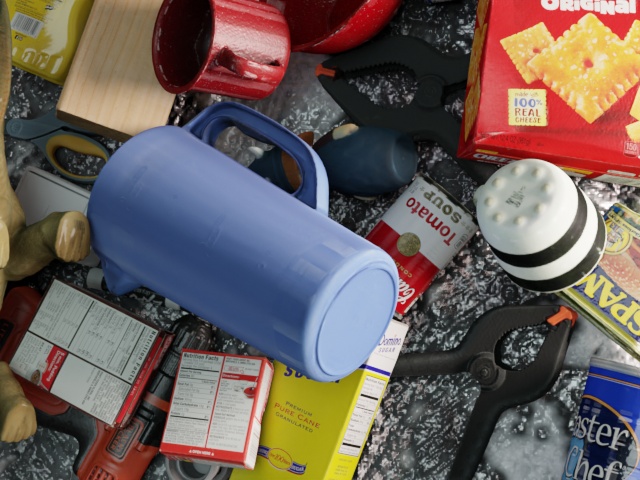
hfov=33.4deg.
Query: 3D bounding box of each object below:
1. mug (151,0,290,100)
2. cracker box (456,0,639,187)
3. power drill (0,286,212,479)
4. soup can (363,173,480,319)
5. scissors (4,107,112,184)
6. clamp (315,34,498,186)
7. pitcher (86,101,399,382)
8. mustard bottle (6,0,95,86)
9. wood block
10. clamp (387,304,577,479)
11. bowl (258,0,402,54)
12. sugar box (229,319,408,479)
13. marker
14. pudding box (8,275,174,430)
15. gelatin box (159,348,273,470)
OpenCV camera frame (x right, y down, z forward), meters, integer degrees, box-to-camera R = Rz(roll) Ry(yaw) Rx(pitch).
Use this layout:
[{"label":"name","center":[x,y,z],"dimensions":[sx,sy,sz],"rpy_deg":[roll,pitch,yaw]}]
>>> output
[{"label":"mug","center":[-0.072,-0.154,0.857],"dimensions":[0.117,0.081,0.093],"rpy_deg":[36,113,46]},{"label":"cracker box","center":[0.204,-0.159,0.832],"dimensions":[0.164,0.072,0.214],"rpy_deg":[9,84,-4]},{"label":"power drill","center":[-0.204,0.115,0.930],"dimensions":[0.188,0.057,0.184],"rpy_deg":[28,86,18]},{"label":"soup can","center":[0.073,0.004,0.868],"dimensions":[0.068,0.068,0.102],"rpy_deg":[42,93,17]},{"label":"scissors","center":[-0.269,-0.119,1.004],"dimensions":[0.202,0.016,0.096],"rpy_deg":[28,88,17]},{"label":"clamp","center":[0.102,-0.129,0.896],"dimensions":[0.210,0.036,0.164],"rpy_deg":[20,86,13]},{"label":"pitcher","center":[-0.055,0.001,0.836],"dimensions":[0.243,0.144,0.149],"rpy_deg":[28,131,34]},{"label":"mustard bottle","center":[-0.235,-0.246,0.992],"dimensions":[0.096,0.058,0.191],"rpy_deg":[24,88,19]},{"label":"wood block","center":[-0.154,-0.191,0.932],"dimensions":[0.090,0.091,0.206],"rpy_deg":[19,87,-13]},{"label":"clamp","center":[0.124,0.100,0.850],"dimensions":[0.120,0.039,0.171],"rpy_deg":[45,101,12]},{"label":"bowl","center":[0.022,-0.215,0.900],"dimensions":[0.162,0.055,0.162],"rpy_deg":[-27,47,33]},{"label":"sugar box","center":[-0.003,0.134,0.867],"dimensions":[0.093,0.048,0.176],"rpy_deg":[17,88,38]},{"label":"marker","center":[-0.150,0.047,0.946],"dimensions":[0.121,0.020,0.020],"rpy_deg":[13,85,16]},{"label":"pudding box","center":[-0.191,0.093,0.884],"dimensions":[0.113,0.039,0.090],"rpy_deg":[25,82,14]},{"label":"gelatin box","center":[-0.083,0.135,0.858],"dimensions":[0.073,0.030,0.089],"rpy_deg":[4,66,15]}]
